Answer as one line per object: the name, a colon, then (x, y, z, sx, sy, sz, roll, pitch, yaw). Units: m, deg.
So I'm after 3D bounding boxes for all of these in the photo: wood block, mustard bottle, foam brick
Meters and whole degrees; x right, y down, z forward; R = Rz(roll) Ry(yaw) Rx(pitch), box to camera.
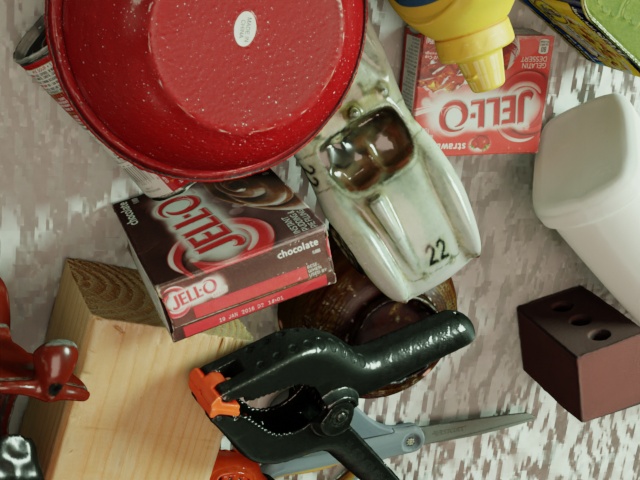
wood block: (-0.119, 0.126, 0.601, 0.090, 0.090, 0.206, 12, 104, -26)
mustard bottle: (0.057, -0.167, 0.539, 0.058, 0.096, 0.191, -30, 108, -29)
foam brick: (0.172, 0.073, 0.700, 0.053, 0.078, 0.051, -16, 116, -15)

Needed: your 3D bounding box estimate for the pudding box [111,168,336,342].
pudding box: (-0.054, 0.001, 0.566, 0.090, 0.114, 0.039, -19, 117, -14)

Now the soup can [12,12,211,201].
soup can: (-0.096, -0.078, 0.546, 0.068, 0.069, 0.102, -42, 118, -2)

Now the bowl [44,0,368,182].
bowl: (-0.041, -0.099, 0.491, 0.161, 0.055, 0.162, -7, 109, -21)

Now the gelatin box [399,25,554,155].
gelatin box: (0.092, -0.088, 0.636, 0.089, 0.030, 0.073, -2, 111, -20)

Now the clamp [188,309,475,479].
clamp: (0.003, 0.095, 0.585, 0.171, 0.039, 0.120, 1, 111, -33)

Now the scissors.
scissors: (0.047, 0.117, 0.703, 0.201, 0.016, 0.096, -20, 115, -13)
